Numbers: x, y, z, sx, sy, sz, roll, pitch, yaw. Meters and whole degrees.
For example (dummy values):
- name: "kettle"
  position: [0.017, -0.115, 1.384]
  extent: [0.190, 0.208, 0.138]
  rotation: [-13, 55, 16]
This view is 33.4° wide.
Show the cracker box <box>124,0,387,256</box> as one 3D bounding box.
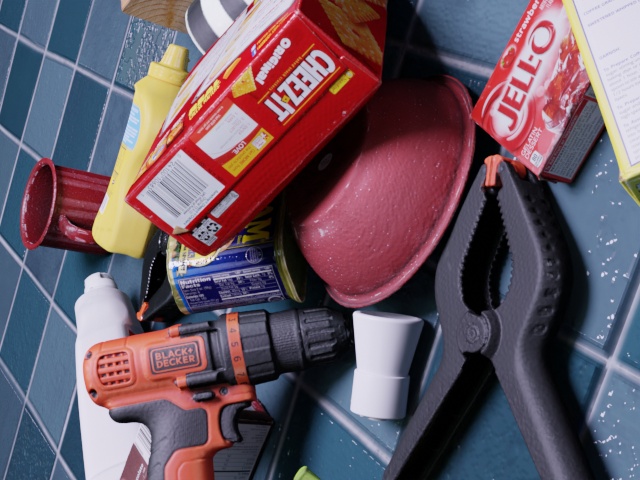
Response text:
- name: "cracker box"
  position: [-0.031, -0.107, 0.697]
  extent: [0.164, 0.072, 0.213]
  rotation: [-44, 17, 26]

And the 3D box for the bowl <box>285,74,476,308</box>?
- name: "bowl"
  position: [0.025, -0.042, 0.673]
  extent: [0.162, 0.055, 0.162]
  rotation: [-43, 34, 39]

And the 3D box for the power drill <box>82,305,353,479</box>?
- name: "power drill"
  position: [-0.057, 0.141, 0.709]
  extent: [0.057, 0.184, 0.187]
  rotation: [71, -171, -76]

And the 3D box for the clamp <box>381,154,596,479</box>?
- name: "clamp"
  position: [0.102, 0.059, 0.579]
  extent: [0.165, 0.036, 0.210]
  rotation: [6, 85, 57]

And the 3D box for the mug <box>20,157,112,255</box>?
- name: "mug"
  position: [-0.242, -0.026, 1.067]
  extent: [0.117, 0.081, 0.093]
  rotation: [39, 113, 53]

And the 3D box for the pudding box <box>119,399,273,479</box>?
- name: "pudding box"
  position: [-0.096, 0.169, 0.792]
  extent: [0.039, 0.089, 0.113]
  rotation: [44, 116, 50]

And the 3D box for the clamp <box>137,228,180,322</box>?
- name: "clamp"
  position: [-0.112, 0.001, 0.910]
  extent: [0.120, 0.039, 0.171]
  rotation: [40, 118, 58]

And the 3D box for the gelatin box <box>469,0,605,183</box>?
- name: "gelatin box"
  position: [0.128, -0.087, 0.587]
  extent: [0.089, 0.030, 0.073]
  rotation: [-63, 37, 22]

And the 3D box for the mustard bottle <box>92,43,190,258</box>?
- name: "mustard bottle"
  position: [-0.156, -0.085, 0.976]
  extent: [0.096, 0.058, 0.192]
  rotation: [-132, 58, -71]

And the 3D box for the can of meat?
- name: "can of meat"
  position: [-0.055, 0.001, 0.734]
  extent: [0.084, 0.057, 0.102]
  rotation: [-9, 40, 12]

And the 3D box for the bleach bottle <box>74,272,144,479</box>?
- name: "bleach bottle"
  position: [-0.175, 0.123, 0.916]
  extent: [0.068, 0.102, 0.251]
  rotation: [-23, 50, 1]
